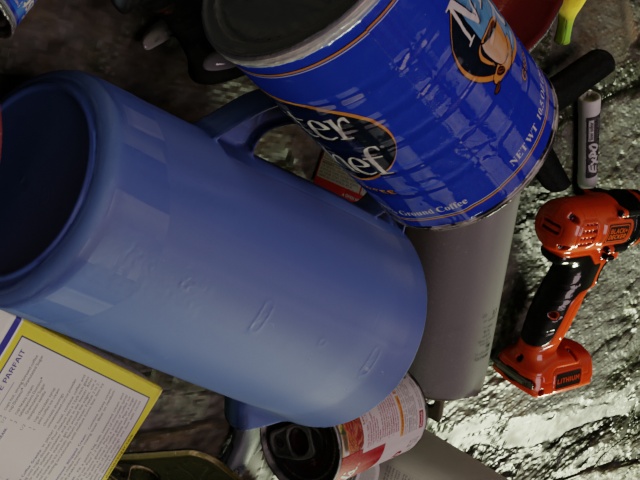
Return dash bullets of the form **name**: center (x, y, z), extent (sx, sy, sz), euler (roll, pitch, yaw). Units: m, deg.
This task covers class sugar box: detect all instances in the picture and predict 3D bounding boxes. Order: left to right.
- **sugar box**: center (-0.164, 0.076, 0.517), extent (0.093, 0.048, 0.176), euler (-58, 140, -8)

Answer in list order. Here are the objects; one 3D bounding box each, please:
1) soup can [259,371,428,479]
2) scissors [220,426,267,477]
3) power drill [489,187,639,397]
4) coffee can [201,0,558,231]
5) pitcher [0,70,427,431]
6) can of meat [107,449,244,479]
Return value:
- **soup can**: center (0.018, 0.123, 0.719), extent (0.102, 0.069, 0.068), euler (-10, 119, -50)
- **scissors**: center (-0.046, 0.148, 0.727), extent (0.096, 0.016, 0.202), euler (7, 106, -52)
- **power drill**: center (0.236, 0.041, 0.952), extent (0.184, 0.057, 0.188), euler (-4, 118, -41)
- **coffee can**: center (0.030, -0.082, 0.474), extent (0.140, 0.103, 0.103), euler (41, 78, -43)
- **pitcher**: center (-0.054, 0.001, 0.538), extent (0.242, 0.145, 0.149), euler (28, 54, -51)
- **can of meat**: center (-0.102, 0.178, 0.645), extent (0.101, 0.058, 0.084), euler (10, 105, -53)
